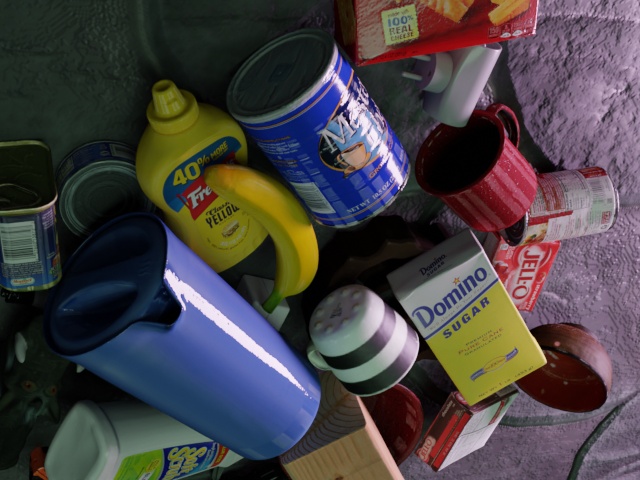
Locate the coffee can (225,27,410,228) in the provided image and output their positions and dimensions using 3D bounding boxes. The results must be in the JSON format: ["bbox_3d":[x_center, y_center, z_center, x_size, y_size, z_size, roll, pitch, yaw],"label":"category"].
[{"bbox_3d":[0.000,-0.093,0.901,0.103,0.103,0.140,-34,128,6],"label":"coffee can"}]

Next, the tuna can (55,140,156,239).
[{"bbox_3d":[-0.184,-0.041,0.916,0.086,0.034,0.086,-9,126,-13],"label":"tuna can"}]

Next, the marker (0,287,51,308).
[{"bbox_3d":[-0.231,0.057,0.977,0.121,0.020,0.020,12,119,-26],"label":"marker"}]

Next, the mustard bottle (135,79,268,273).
[{"bbox_3d":[-0.103,-0.058,0.896,0.096,0.058,0.191,-34,139,-15],"label":"mustard bottle"}]

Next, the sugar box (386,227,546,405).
[{"bbox_3d":[0.144,0.078,1.036,0.093,0.048,0.176,-31,129,6],"label":"sugar box"}]

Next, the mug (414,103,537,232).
[{"bbox_3d":[0.152,-0.071,0.990,0.081,0.093,0.117,40,68,-41],"label":"mug"}]

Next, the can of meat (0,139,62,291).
[{"bbox_3d":[-0.243,-0.020,0.868,0.057,0.102,0.084,-6,128,-15],"label":"can of meat"}]

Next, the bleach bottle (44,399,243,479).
[{"bbox_3d":[-0.131,0.185,1.016,0.250,0.068,0.103,-2,136,-47],"label":"bleach bottle"}]

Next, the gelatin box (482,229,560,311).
[{"bbox_3d":[0.198,0.030,1.104,0.073,0.030,0.089,4,122,-22],"label":"gelatin box"}]

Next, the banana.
[{"bbox_3d":[-0.041,-0.007,0.919,0.069,0.037,0.198,-37,140,-15],"label":"banana"}]

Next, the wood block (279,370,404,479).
[{"bbox_3d":[0.030,0.237,1.081,0.091,0.090,0.206,-26,128,1],"label":"wood block"}]

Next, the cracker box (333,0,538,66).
[{"bbox_3d":[0.093,-0.256,0.839,0.164,0.072,0.214,-11,126,-13],"label":"cracker box"}]

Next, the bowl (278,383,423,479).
[{"bbox_3d":[0.026,0.193,1.142,0.162,0.055,0.162,-9,126,-13],"label":"bowl"}]

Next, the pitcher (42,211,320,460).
[{"bbox_3d":[-0.114,0.090,0.921,0.145,0.149,0.242,-30,132,19],"label":"pitcher"}]

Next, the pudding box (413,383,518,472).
[{"bbox_3d":[0.162,0.198,1.175,0.113,0.039,0.090,-9,134,-52],"label":"pudding box"}]

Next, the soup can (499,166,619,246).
[{"bbox_3d":[0.231,-0.034,1.047,0.102,0.068,0.068,-9,126,-14],"label":"soup can"}]
